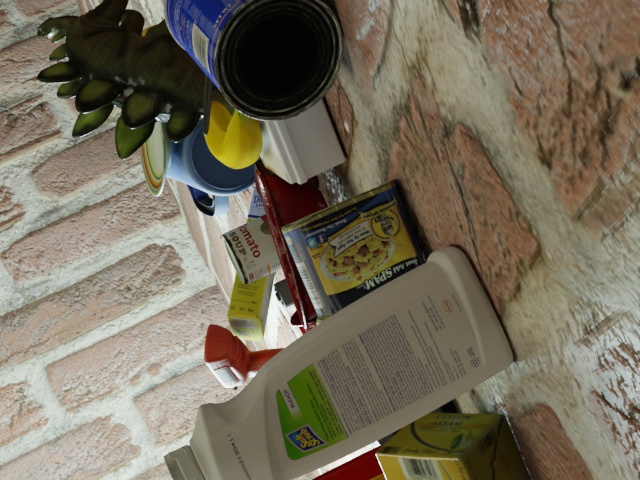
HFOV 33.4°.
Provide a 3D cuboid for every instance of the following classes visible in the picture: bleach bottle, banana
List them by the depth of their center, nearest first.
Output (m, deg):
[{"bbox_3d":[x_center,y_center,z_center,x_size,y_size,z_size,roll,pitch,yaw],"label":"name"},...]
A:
[{"bbox_3d":[0.005,0.101,0.756,0.102,0.250,0.068,64,170,3],"label":"bleach bottle"},{"bbox_3d":[-0.082,-0.102,1.008,0.198,0.037,0.069,-167,79,-74],"label":"banana"}]

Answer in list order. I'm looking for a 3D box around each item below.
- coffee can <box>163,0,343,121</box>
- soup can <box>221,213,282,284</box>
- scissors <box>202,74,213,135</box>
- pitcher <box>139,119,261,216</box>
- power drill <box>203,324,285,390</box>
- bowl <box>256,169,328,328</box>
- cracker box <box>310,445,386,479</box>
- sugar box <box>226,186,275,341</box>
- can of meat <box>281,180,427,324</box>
[{"bbox_3d":[-0.056,-0.168,0.840,0.140,0.102,0.103,51,163,53],"label":"coffee can"},{"bbox_3d":[-0.058,0.002,1.269,0.068,0.102,0.068,62,170,19],"label":"soup can"},{"bbox_3d":[-0.101,-0.192,1.035,0.096,0.016,0.202,43,-133,-81],"label":"scissors"},{"bbox_3d":[-0.148,-0.117,1.380,0.149,0.145,0.243,34,179,-23],"label":"pitcher"},{"bbox_3d":[-0.042,0.136,1.292,0.184,0.188,0.057,69,-155,-59],"label":"power drill"},{"bbox_3d":[-0.014,0.001,1.036,0.162,0.055,0.162,163,90,-86],"label":"bowl"},{"bbox_3d":[0.051,0.292,1.241,0.214,0.164,0.072,100,145,-73],"label":"cracker box"},{"bbox_3d":[-0.080,0.030,1.355,0.093,0.048,0.176,89,-173,-67],"label":"sugar box"},{"bbox_3d":[0.029,0.009,0.845,0.057,0.102,0.084,169,78,-80],"label":"can of meat"}]
